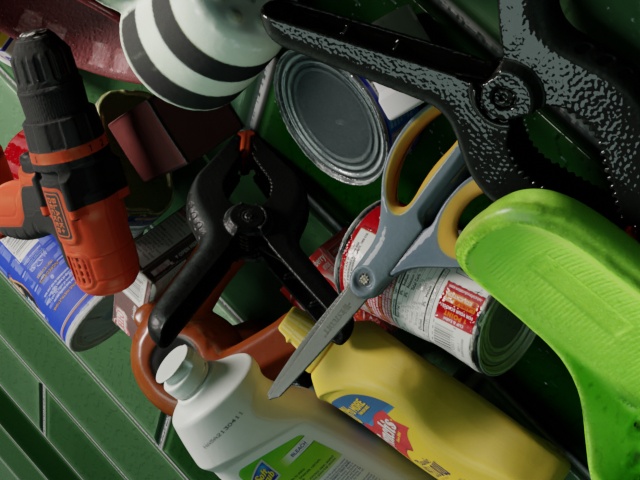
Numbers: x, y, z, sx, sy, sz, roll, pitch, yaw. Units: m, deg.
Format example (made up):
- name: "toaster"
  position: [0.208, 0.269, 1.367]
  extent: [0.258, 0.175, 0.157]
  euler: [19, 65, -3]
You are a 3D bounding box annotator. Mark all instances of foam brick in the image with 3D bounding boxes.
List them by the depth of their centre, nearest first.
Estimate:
- name: "foam brick"
  position: [-0.102, -0.079, 0.738]
  extent: [0.051, 0.052, 0.078]
  euler: [58, 151, -11]

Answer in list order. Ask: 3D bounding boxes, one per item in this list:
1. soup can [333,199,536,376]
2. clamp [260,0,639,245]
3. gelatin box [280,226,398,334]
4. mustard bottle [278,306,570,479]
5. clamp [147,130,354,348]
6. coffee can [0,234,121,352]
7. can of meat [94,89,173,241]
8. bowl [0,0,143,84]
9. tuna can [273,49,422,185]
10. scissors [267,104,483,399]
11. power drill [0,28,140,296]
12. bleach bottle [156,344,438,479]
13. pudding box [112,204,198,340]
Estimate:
- name: "soup can"
  position: [0.067, 0.025, 0.597]
  extent: [0.102, 0.068, 0.068]
  euler: [27, 142, 37]
- name: "clamp"
  position: [0.088, -0.078, 0.466]
  extent: [0.210, 0.036, 0.165]
  euler: [43, 134, -3]
- name: "gelatin box"
  position: [0.016, 0.040, 0.725]
  extent: [0.073, 0.030, 0.089]
  euler: [50, 151, 3]
- name: "mustard bottle"
  position: [0.056, 0.103, 0.666]
  extent: [0.191, 0.058, 0.096]
  euler: [36, 162, 3]
- name: "clamp"
  position: [-0.054, 0.001, 0.669]
  extent: [0.039, 0.120, 0.171]
  euler: [103, 158, -45]
- name: "coffee can"
  position: [-0.234, 0.018, 0.983]
  extent: [0.140, 0.102, 0.103]
  euler: [45, 150, 13]
- name: "can of meat"
  position: [-0.151, -0.054, 0.804]
  extent: [0.084, 0.057, 0.102]
  euler: [-29, 67, 58]
- name: "bowl"
  position: [-0.161, -0.161, 0.686]
  extent: [0.162, 0.055, 0.162]
  euler: [20, 170, 3]
- name: "tuna can"
  position: [0.015, -0.076, 0.594]
  extent: [0.086, 0.033, 0.086]
  euler: [35, 147, 27]
- name: "scissors"
  position: [0.043, 0.024, 0.562]
  extent: [0.096, 0.016, 0.202]
  euler: [34, 108, 30]
- name: "power drill"
  position: [-0.212, -0.056, 0.755]
  extent: [0.188, 0.057, 0.184]
  euler: [9, 118, 45]
- name: "bleach bottle"
  position: [0.000, 0.146, 0.712]
  extent: [0.250, 0.102, 0.068]
  euler: [41, -173, -22]
- name: "pudding box"
  position: [-0.116, 0.024, 0.835]
  extent: [0.039, 0.089, 0.114]
  euler: [43, 149, 12]
